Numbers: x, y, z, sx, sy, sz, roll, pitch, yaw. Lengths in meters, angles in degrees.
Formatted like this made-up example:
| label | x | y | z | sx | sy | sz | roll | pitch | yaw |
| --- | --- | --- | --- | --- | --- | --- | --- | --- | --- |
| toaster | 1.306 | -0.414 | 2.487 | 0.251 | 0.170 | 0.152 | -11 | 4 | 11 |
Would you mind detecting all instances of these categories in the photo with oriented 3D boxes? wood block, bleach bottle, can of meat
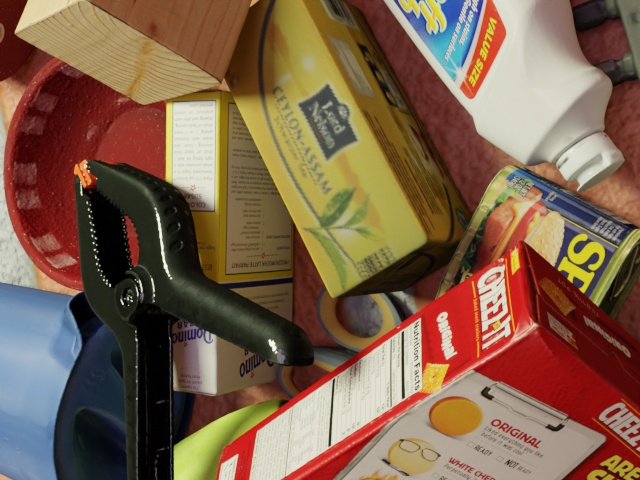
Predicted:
| label | x | y | z | sx | sy | sz | roll | pitch | yaw |
| --- | --- | --- | --- | --- | --- | --- | --- | --- | --- |
| wood block | -0.079 | -0.192 | 0.598 | 0.091 | 0.090 | 0.206 | -2 | 65 | 52 |
| bleach bottle | 0.087 | -0.141 | 0.585 | 0.251 | 0.067 | 0.103 | 58 | 139 | 15 |
| can of meat | 0.120 | 0.020 | 0.584 | 0.084 | 0.057 | 0.102 | 32 | 105 | 26 |

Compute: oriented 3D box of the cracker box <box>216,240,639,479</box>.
| label | x | y | z | sx | sy | sz | roll | pitch | yaw |
| --- | --- | --- | --- | --- | --- | --- | --- | --- | --- |
| cracker box | 0.074 | 0.118 | 0.544 | 0.164 | 0.072 | 0.214 | 38 | 120 | -24 |

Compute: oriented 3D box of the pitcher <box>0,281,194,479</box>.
| label | x | y | z | sx | sy | sz | roll | pitch | yaw |
| --- | --- | --- | --- | --- | --- | --- | --- | --- | --- |
| pitcher | -0.214 | 0.099 | 0.727 | 0.243 | 0.144 | 0.149 | 11 | 81 | 31 |

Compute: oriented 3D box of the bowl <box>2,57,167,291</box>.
| label | x | y | z | sx | sy | sz | roll | pitch | yaw |
| --- | --- | --- | --- | --- | --- | --- | --- | --- | --- |
| bowl | -0.137 | -0.047 | 0.713 | 0.162 | 0.055 | 0.162 | 0 | 89 | 33 |

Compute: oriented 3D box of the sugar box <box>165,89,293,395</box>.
| label | x | y | z | sx | sy | sz | roll | pitch | yaw |
| --- | --- | --- | --- | --- | --- | --- | --- | --- | --- |
| sugar box | -0.055 | 0.001 | 0.654 | 0.048 | 0.093 | 0.176 | 4 | 92 | 28 |

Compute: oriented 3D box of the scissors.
| label | x | y | z | sx | sy | sz | roll | pitch | yaw |
| --- | --- | --- | --- | --- | --- | --- | --- | --- | --- |
| scissors | 0.071 | 0.075 | 0.632 | 0.202 | 0.016 | 0.096 | 4 | 85 | 20 |

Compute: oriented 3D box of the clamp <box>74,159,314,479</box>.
| label | x | y | z | sx | sy | sz | roll | pitch | yaw |
| --- | --- | --- | --- | --- | --- | --- | --- | --- | --- |
| clamp | -0.095 | 0.042 | 0.598 | 0.165 | 0.036 | 0.210 | -56 | 52 | 28 |
